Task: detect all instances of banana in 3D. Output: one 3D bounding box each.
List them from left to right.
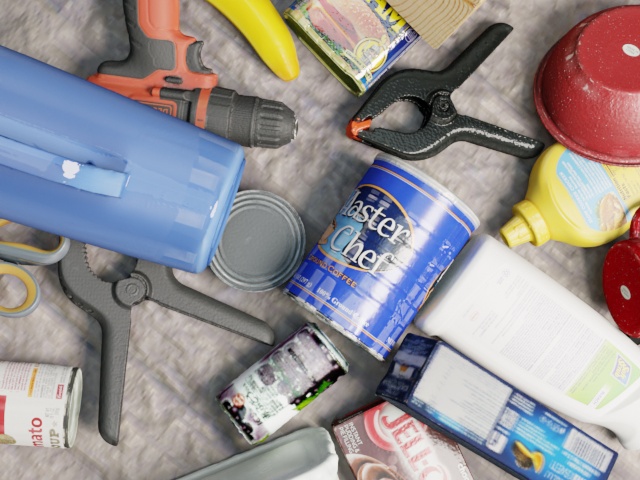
[{"bbox_3d":[-0.096,-0.208,0.912,0.198,0.037,0.070,26,105,-1],"label":"banana"}]

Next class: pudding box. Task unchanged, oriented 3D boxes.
[{"bbox_3d":[0.072,0.186,0.900,0.090,0.039,0.113,-25,90,-6],"label":"pudding box"}]

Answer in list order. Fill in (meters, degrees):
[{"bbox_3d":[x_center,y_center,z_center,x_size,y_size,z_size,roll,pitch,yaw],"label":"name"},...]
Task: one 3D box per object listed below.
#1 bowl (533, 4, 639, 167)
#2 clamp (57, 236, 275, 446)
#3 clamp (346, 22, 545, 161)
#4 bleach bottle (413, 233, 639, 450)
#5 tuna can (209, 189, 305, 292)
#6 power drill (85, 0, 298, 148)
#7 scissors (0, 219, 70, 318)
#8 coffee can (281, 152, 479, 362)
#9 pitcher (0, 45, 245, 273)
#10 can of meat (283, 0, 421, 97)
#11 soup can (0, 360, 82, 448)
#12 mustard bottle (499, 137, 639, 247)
[{"bbox_3d":[0.258,-0.142,0.884,0.162,0.055,0.162,-6,60,9],"label":"bowl"},{"bbox_3d":[-0.146,0.043,0.893,0.164,0.036,0.210,-25,85,-13],"label":"clamp"},{"bbox_3d":[0.105,-0.124,0.919,0.171,0.039,0.120,-5,81,-11],"label":"clamp"},{"bbox_3d":[0.207,0.105,0.903,0.251,0.068,0.102,37,94,-5],"label":"bleach bottle"},{"bbox_3d":[-0.056,0.001,0.903,0.086,0.034,0.086,0,87,-4],"label":"tuna can"},{"bbox_3d":[-0.102,-0.170,0.872,0.184,0.057,0.188,7,104,1],"label":"power drill"},{"bbox_3d":[-0.304,0.015,0.873,0.202,0.016,0.096,0,75,7],"label":"scissors"},{"bbox_3d":[0.049,0.014,0.875,0.103,0.103,0.140,35,86,-2],"label":"coffee can"},{"bbox_3d":[-0.186,-0.060,0.813,0.243,0.145,0.149,19,49,-3],"label":"pitcher"},{"bbox_3d":[0.030,-0.186,0.907,0.084,0.057,0.102,-44,91,-3],"label":"can of meat"},{"bbox_3d":[-0.250,0.132,0.867,0.102,0.068,0.068,5,87,-4],"label":"soup can"},{"bbox_3d":[0.238,-0.049,0.913,0.191,0.058,0.096,-30,88,-5],"label":"mustard bottle"}]
